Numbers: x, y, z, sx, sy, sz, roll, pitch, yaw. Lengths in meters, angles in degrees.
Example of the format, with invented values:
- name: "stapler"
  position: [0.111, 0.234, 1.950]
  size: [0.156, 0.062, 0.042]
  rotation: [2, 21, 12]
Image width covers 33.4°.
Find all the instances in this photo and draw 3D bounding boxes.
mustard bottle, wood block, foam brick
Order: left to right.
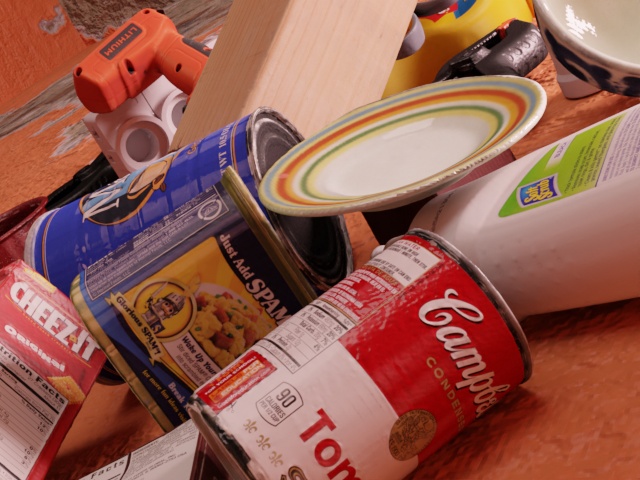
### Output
- name: "wood block"
  position: [-0.010, -0.131, 0.715]
  size: [0.091, 0.090, 0.206]
  rotation: [-5, 59, 53]
- name: "foam brick"
  position: [0.057, -0.029, 0.538]
  size: [0.051, 0.053, 0.078]
  rotation: [-38, 20, -23]
- name: "mustard bottle"
  position: [0.094, -0.154, 0.799]
  size: [0.192, 0.058, 0.096]
  rotation: [-26, 20, 12]

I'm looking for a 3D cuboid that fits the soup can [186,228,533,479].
- name: "soup can"
  position: [0.013, 0.052, 0.370]
  size: [0.102, 0.068, 0.069]
  rotation: [-36, 19, -15]

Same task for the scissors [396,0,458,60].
- name: "scissors"
  position: [0.042, -0.188, 0.812]
  size: [0.096, 0.016, 0.202]
  rotation: [-36, 34, 2]

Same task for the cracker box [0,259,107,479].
- name: "cracker box"
  position: [-0.190, 0.118, 0.451]
  size: [0.164, 0.072, 0.213]
  rotation: [-40, 15, 20]

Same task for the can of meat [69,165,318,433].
- name: "can of meat"
  position: [-0.044, 0.034, 0.452]
  size: [0.084, 0.102, 0.057]
  rotation: [-34, 17, -2]

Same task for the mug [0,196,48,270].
- name: "mug"
  position: [-0.203, 0.024, 0.752]
  size: [0.117, 0.081, 0.093]
  rotation: [-18, 22, 34]

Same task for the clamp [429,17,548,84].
- name: "clamp"
  position: [0.092, -0.100, 0.692]
  size: [0.120, 0.039, 0.171]
  rotation: [-15, 17, 28]

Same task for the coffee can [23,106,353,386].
- name: "coffee can"
  position: [-0.068, 0.005, 0.561]
  size: [0.140, 0.103, 0.102]
  rotation: [-24, 19, 19]

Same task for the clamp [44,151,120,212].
- name: "clamp"
  position: [-0.218, -0.061, 1.068]
  size: [0.165, 0.036, 0.209]
  rotation: [-9, 30, 49]

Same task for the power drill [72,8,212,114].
- name: "power drill"
  position: [-0.115, -0.110, 0.884]
  size: [0.188, 0.057, 0.184]
  rotation: [29, 61, 27]
